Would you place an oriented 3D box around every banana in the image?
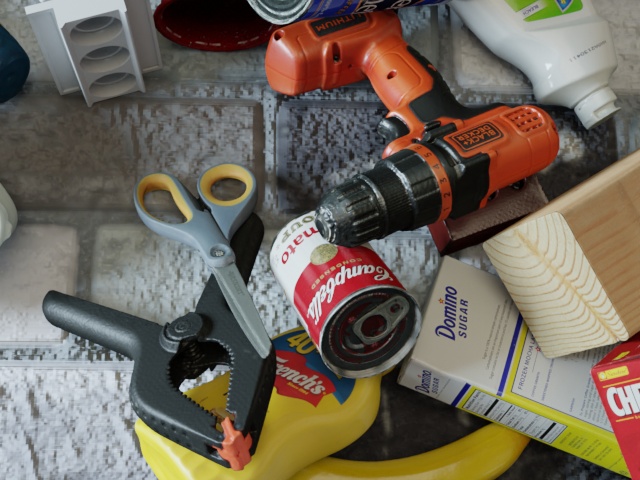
[{"bbox_3d":[0.050,0.153,0.723,0.197,0.037,0.069,1,76,-3],"label":"banana"}]

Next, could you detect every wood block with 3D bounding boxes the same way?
[{"bbox_3d":[0.225,-0.014,0.718,0.205,0.090,0.091,-29,89,-27],"label":"wood block"}]

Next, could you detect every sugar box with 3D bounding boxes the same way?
[{"bbox_3d":[0.150,0.086,0.733,0.176,0.048,0.093,21,55,5],"label":"sugar box"}]

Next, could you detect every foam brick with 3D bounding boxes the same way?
[{"bbox_3d":[0.115,-0.029,0.767,0.078,0.051,0.053,-21,78,-9],"label":"foam brick"}]

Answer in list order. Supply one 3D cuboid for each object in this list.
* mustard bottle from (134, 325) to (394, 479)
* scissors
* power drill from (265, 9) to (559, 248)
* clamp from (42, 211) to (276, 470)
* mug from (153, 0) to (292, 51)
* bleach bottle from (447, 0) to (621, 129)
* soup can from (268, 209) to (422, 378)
[{"bbox_3d":[-0.019,0.106,0.704,0.191,0.058,0.096,-30,42,-26],"label":"mustard bottle"},{"bbox_3d":[-0.055,0.001,0.718,0.096,0.016,0.202,-27,45,-26],"label":"scissors"},{"bbox_3d":[0.040,-0.082,0.727,0.184,0.057,0.188,-22,53,-25],"label":"power drill"},{"bbox_3d":[-0.095,0.068,0.689,0.164,0.036,0.210,-20,40,-3],"label":"clamp"},{"bbox_3d":[-0.065,-0.193,0.784,0.117,0.093,0.081,11,70,-35],"label":"mug"},{"bbox_3d":[0.138,-0.191,0.806,0.102,0.068,0.251,-30,82,-11],"label":"bleach bottle"},{"bbox_3d":[0.014,0.032,0.688,0.068,0.068,0.102,-23,37,-9],"label":"soup can"}]
